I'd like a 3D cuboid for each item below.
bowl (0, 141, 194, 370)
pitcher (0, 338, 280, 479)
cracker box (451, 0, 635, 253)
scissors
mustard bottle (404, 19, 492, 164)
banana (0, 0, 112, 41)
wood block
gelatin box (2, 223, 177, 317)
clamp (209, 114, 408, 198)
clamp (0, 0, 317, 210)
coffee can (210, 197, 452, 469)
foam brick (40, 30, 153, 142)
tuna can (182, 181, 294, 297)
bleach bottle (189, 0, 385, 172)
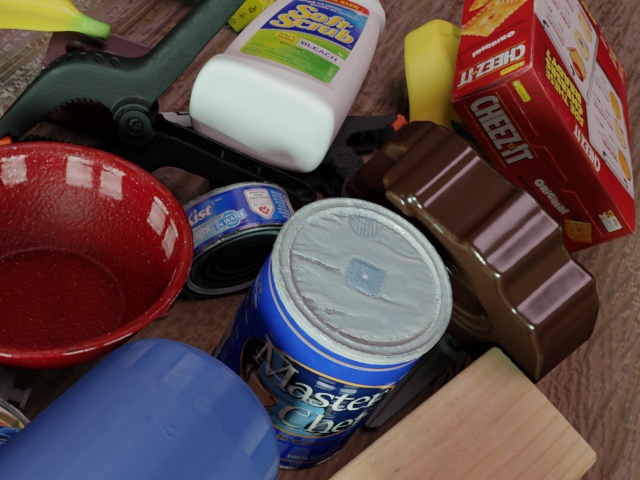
[{"bbox_3d":[-0.152,0.017,0.582,0.162,0.055,0.162,6,44,-6],"label":"bowl"},{"bbox_3d":[-0.125,0.142,0.454,0.242,0.145,0.149,-48,128,-50],"label":"pitcher"},{"bbox_3d":[0.173,-0.118,0.820,0.164,0.072,0.213,50,34,-28],"label":"cracker box"},{"bbox_3d":[0.109,0.079,0.734,0.096,0.016,0.201,32,48,2],"label":"scissors"},{"bbox_3d":[0.105,-0.073,0.810,0.096,0.058,0.191,39,40,-39],"label":"mustard bottle"},{"bbox_3d":[-0.212,-0.137,0.638,0.070,0.037,0.197,25,27,24],"label":"banana"},{"bbox_3d":[0.049,0.159,0.597,0.205,0.091,0.090,-31,73,-38],"label":"wood block"},{"bbox_3d":[-0.141,0.020,0.654,0.089,0.030,0.073,-15,62,-32],"label":"gelatin box"},{"bbox_3d":[0.017,-0.038,0.765,0.171,0.039,0.120,-29,72,-36],"label":"clamp"},{"bbox_3d":[-0.108,-0.072,0.684,0.210,0.164,0.036,-15,25,8],"label":"clamp"},{"bbox_3d":[0.000,0.057,0.617,0.102,0.140,0.103,13,51,-16],"label":"coffee can"},{"bbox_3d":[-0.151,-0.107,0.730,0.078,0.051,0.053,17,50,-13],"label":"foam brick"},{"bbox_3d":[-0.054,0.001,0.671,0.086,0.086,0.034,-8,62,-30],"label":"tuna can"},{"bbox_3d":[-0.011,-0.148,0.804,0.102,0.068,0.250,21,37,0],"label":"bleach bottle"}]
